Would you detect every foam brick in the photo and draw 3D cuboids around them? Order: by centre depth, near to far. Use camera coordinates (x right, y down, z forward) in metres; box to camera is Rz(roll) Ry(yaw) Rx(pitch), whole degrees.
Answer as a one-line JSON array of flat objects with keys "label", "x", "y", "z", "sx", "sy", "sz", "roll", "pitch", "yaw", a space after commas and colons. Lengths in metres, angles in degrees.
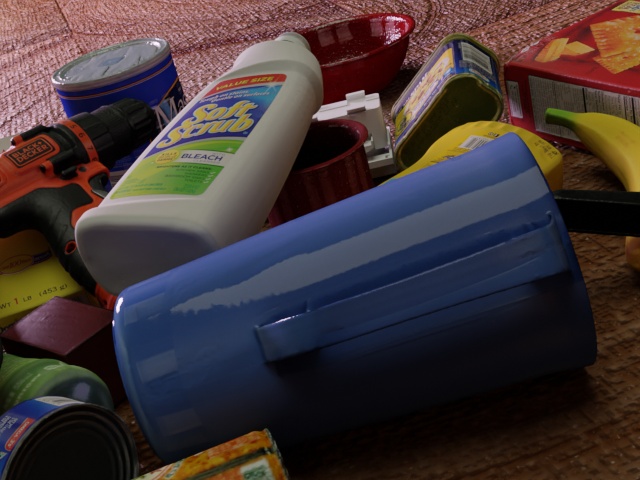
[{"label": "foam brick", "x": -0.160, "y": 0.075, "z": 0.694, "sx": 0.078, "sy": 0.053, "sz": 0.051, "roll": 10, "pitch": 36, "yaw": 41}]

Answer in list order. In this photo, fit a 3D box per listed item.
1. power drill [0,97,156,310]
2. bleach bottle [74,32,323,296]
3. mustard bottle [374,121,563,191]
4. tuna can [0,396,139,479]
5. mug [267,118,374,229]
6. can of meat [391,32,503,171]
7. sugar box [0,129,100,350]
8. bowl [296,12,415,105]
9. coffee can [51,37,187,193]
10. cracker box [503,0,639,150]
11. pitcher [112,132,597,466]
[{"label": "power drill", "x": -0.148, "y": -0.020, "z": 0.777, "sx": 0.188, "sy": 0.057, "sz": 0.184, "roll": 38, "pitch": 51, "yaw": 22}, {"label": "bleach bottle", "x": -0.065, "y": -0.066, "z": 0.724, "sx": 0.103, "sy": 0.068, "sz": 0.250, "roll": 0, "pitch": 40, "yaw": 22}, {"label": "mustard bottle", "x": 0.079, "y": -0.016, "z": 0.731, "sx": 0.096, "sy": 0.058, "sz": 0.191, "roll": 22, "pitch": 44, "yaw": 36}, {"label": "tuna can", "x": -0.136, "y": 0.123, "z": 0.546, "sx": 0.034, "sy": 0.086, "sz": 0.086, "roll": 5, "pitch": 33, "yaw": 40}, {"label": "mug", "x": 0.002, "y": -0.040, "z": 0.796, "sx": 0.093, "sy": 0.081, "sz": 0.117, "roll": -6, "pitch": 28, "yaw": 20}, {"label": "can of meat", "x": 0.101, "y": -0.104, "z": 0.855, "sx": 0.102, "sy": 0.057, "sz": 0.084, "roll": -53, "pitch": 14, "yaw": 28}, {"label": "sugar box", "x": -0.235, "y": -0.005, "z": 0.820, "sx": 0.093, "sy": 0.048, "sz": 0.176, "roll": -19, "pitch": 56, "yaw": -10}, {"label": "bowl", "x": 0.024, "y": -0.181, "z": 1.096, "sx": 0.162, "sy": 0.055, "sz": 0.162, "roll": -13, "pitch": 26, "yaw": 6}, {"label": "coffee can", "x": -0.159, "y": -0.091, "z": 0.923, "sx": 0.103, "sy": 0.140, "sz": 0.103, "roll": -13, "pitch": 26, "yaw": 6}, {"label": "cracker box", "x": 0.274, "y": -0.127, "z": 0.827, "sx": 0.164, "sy": 0.072, "sz": 0.214, "roll": -29, "pitch": 29, "yaw": -24}, {"label": "pitcher", "x": 0.016, "y": 0.039, "z": 0.572, "sx": 0.243, "sy": 0.149, "sz": 0.145, "roll": -19, "pitch": 43, "yaw": 1}]
